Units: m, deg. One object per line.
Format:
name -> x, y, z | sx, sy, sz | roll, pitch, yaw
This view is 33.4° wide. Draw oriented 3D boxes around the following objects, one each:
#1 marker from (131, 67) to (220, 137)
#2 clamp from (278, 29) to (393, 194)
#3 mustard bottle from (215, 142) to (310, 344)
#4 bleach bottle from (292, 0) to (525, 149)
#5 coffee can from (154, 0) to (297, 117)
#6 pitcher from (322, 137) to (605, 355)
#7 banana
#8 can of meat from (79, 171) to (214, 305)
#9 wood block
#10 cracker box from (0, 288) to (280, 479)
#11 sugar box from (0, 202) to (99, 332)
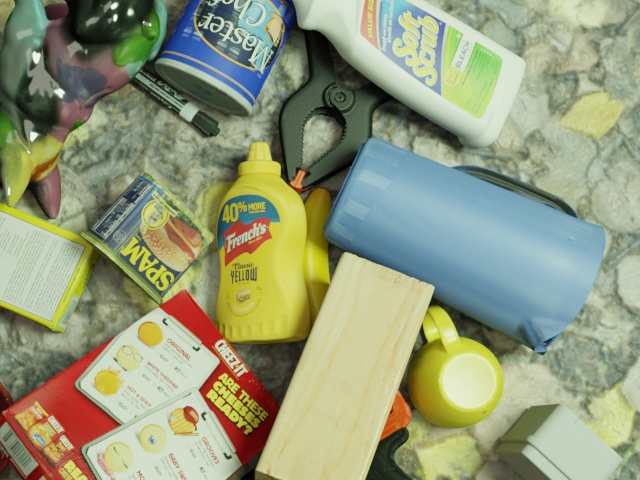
marker -> -0.150, -0.142, 1.063 | 0.121, 0.020, 0.020 | 36, 82, 3
clamp -> 0.029, -0.138, 1.062 | 0.164, 0.036, 0.210 | 19, 78, 1
mustard bottle -> -0.057, 0.001, 1.016 | 0.096, 0.058, 0.191 | -8, 78, 39
bleach bottle -> 0.068, -0.185, 1.012 | 0.250, 0.068, 0.102 | 25, 84, -18
coffee can -> -0.084, -0.205, 1.031 | 0.103, 0.103, 0.140 | 26, 83, 1
pitcher -> 0.134, -0.007, 1.004 | 0.243, 0.149, 0.145 | 25, 94, 0
banana -> 0.006, 0.049, 1.038 | 0.069, 0.037, 0.198 | -17, 85, -27
can of meat -> -0.160, -0.002, 1.006 | 0.084, 0.102, 0.058 | -50, 43, -11
wood block -> 0.021, 0.129, 0.942 | 0.090, 0.091, 0.206 | 21, 70, 5
cracker box -> -0.157, 0.168, 0.948 | 0.164, 0.072, 0.213 | 51, 50, 4
sugar box -> -0.311, 0.012, 1.022 | 0.176, 0.048, 0.093 | 23, 80, 4
